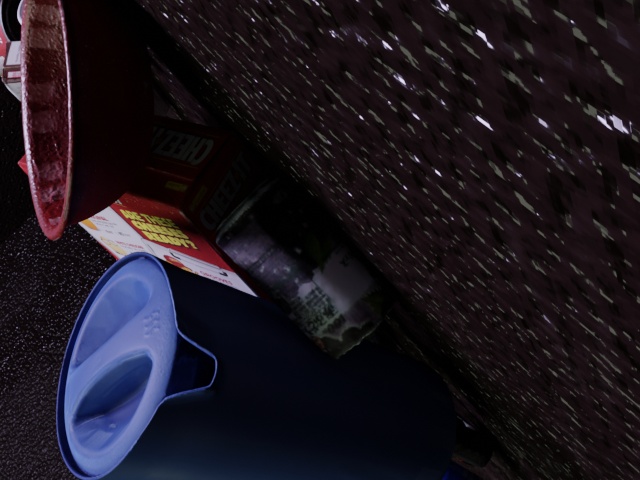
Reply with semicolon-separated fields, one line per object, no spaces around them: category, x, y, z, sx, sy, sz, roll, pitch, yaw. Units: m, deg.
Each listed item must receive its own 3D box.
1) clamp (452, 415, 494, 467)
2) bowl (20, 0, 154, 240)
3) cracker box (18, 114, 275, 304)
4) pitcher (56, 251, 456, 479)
clamp;0.079;0.143;0.842;0.120;0.039;0.171;28;172;29
bowl;-0.135;-0.082;0.620;0.162;0.055;0.162;176;90;-67
cracker box;-0.082;-0.003;0.753;0.164;0.072;0.213;15;155;37
pitcher;-0.039;0.103;0.683;0.242;0.145;0.149;21;-153;-35
